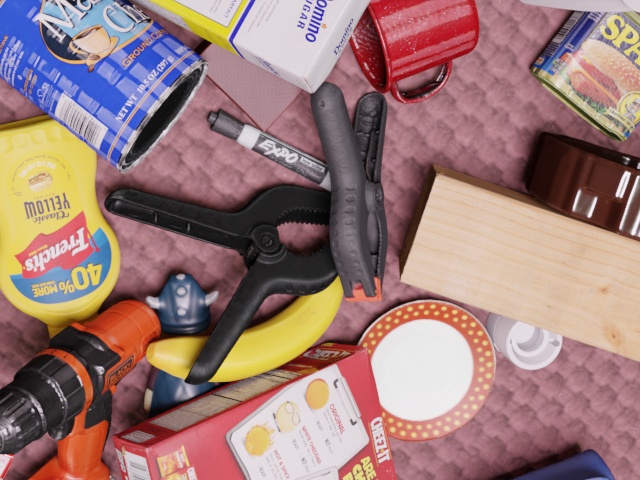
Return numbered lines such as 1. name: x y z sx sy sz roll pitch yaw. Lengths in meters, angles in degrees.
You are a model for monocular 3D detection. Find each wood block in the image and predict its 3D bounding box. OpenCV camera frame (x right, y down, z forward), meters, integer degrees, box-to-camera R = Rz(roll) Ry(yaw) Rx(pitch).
1. wood block: 0.174 0.016 0.858 0.206 0.091 0.090 18 100 1

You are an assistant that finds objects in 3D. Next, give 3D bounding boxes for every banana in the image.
1. banana: -0.048 0.071 0.857 0.197 0.037 0.069 -29 98 -32

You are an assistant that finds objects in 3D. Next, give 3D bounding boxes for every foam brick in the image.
1. foam brick: -0.056 -0.132 0.827 0.053 0.051 0.078 -45 107 2

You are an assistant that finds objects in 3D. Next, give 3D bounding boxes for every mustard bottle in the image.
1. mustard bottle: -0.208 0.002 0.830 0.096 0.058 0.191 -16 107 -19

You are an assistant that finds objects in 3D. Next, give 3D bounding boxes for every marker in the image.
1. marker: -0.036 -0.073 0.862 0.121 0.020 0.020 26 98 -15

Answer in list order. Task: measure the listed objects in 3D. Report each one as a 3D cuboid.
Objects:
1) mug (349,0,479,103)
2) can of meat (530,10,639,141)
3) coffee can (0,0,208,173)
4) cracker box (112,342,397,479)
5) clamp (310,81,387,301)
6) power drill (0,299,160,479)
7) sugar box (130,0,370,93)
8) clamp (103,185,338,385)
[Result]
1. mug: 0.072 -0.161 0.827 0.081 0.093 0.117 -22 124 -9
2. can of meat: 0.234 -0.142 0.872 0.102 0.057 0.084 35 98 -15
3. coffee can: -0.166 -0.131 0.766 0.140 0.103 0.103 38 95 -1
4. cracker box: -0.044 0.193 0.850 0.213 0.072 0.164 -20 104 -35
5. clamp: 0.024 -0.040 0.812 0.039 0.120 0.171 -6 82 28
6. power drill: -0.197 0.151 0.802 0.057 0.184 0.188 31 123 15
7. sugar box: -0.058 -0.186 0.771 0.176 0.048 0.093 30 87 13
8. clamp: -0.055 0.001 0.838 0.209 0.036 0.164 -26 76 -30
